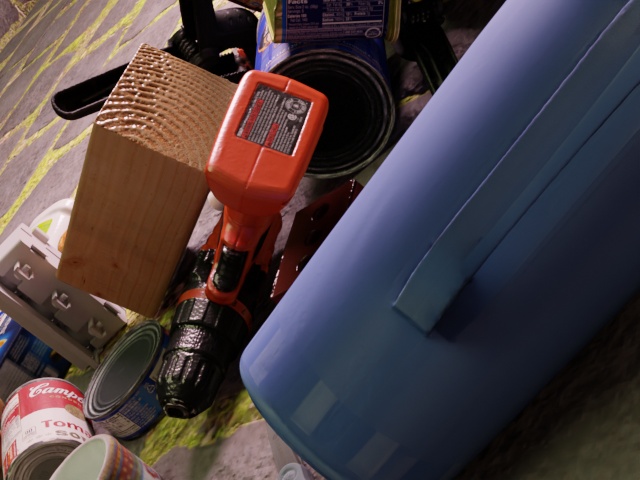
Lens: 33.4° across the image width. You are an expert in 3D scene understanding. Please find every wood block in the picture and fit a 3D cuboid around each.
[{"bbox_3d":[-0.134,-0.039,0.827,0.206,0.090,0.090,120,172,-51],"label":"wood block"}]

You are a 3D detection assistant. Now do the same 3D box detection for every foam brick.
[{"bbox_3d":[0.012,0.013,0.644,0.053,0.051,0.078,-30,31,36],"label":"foam brick"}]

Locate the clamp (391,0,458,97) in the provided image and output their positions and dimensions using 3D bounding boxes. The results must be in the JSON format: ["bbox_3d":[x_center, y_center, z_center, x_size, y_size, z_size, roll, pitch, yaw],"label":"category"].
[{"bbox_3d":[0.070,-0.149,0.742,0.039,0.120,0.171,-8,13,-5],"label":"clamp"}]

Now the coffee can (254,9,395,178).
[{"bbox_3d":[0.001,-0.126,0.801,0.103,0.102,0.140,-39,27,23],"label":"coffee can"}]

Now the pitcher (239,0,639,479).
[{"bbox_3d":[0.075,-0.002,0.460,0.243,0.149,0.145,-50,35,6],"label":"pitcher"}]

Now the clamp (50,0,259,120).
[{"bbox_3d":[-0.111,-0.146,0.855,0.165,0.036,0.209,-40,-15,16],"label":"clamp"}]

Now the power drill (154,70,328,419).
[{"bbox_3d":[-0.054,0.001,0.677,0.188,0.057,0.184,113,175,-50],"label":"power drill"}]

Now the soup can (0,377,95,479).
[{"bbox_3d":[-0.197,0.152,0.777,0.068,0.068,0.102,-49,25,2],"label":"soup can"}]

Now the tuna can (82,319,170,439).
[{"bbox_3d":[-0.134,0.102,0.783,0.086,0.033,0.086,-39,26,23],"label":"tuna can"}]

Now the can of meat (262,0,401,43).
[{"bbox_3d":[0.004,-0.175,0.732,0.084,0.057,0.102,-4,36,-7],"label":"can of meat"}]
